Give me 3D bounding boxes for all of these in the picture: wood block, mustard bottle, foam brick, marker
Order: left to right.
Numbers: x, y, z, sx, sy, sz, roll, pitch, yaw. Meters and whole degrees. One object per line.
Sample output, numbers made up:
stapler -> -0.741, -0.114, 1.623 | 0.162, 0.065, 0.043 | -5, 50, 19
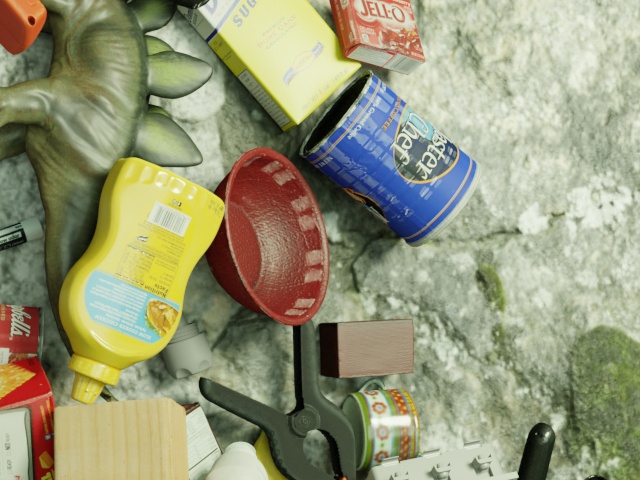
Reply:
marker -> -0.297, 0.008, 0.909 | 0.121, 0.020, 0.020 | -21, 93, -20
wood block -> -0.147, 0.231, 0.817 | 0.090, 0.091, 0.206 | -5, 74, 1
mustard bottle -> -0.152, 0.038, 0.846 | 0.096, 0.058, 0.191 | 27, 78, -30
foam brick -> 0.043, 0.101, 1.008 | 0.078, 0.053, 0.051 | -2, 86, -19

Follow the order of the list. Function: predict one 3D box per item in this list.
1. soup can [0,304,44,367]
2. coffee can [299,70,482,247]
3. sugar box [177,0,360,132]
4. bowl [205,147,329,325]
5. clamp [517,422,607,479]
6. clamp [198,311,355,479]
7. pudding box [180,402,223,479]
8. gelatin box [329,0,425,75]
soup can -> -0.285, 0.085, 0.882 | 0.102, 0.069, 0.068 | 6, 84, -19
coffee can -> 0.066, -0.076, 1.003 | 0.140, 0.103, 0.102 | 39, 74, -13
sugar box -> -0.054, -0.199, 1.000 | 0.093, 0.048, 0.176 | -45, 102, -18
bowl -> -0.056, 0.001, 0.955 | 0.161, 0.055, 0.162 | 32, 51, -51
clamp -> 0.193, 0.281, 1.031 | 0.210, 0.036, 0.164 | -50, 132, -12
clamp -> -0.015, 0.153, 0.965 | 0.120, 0.039, 0.171 | -42, 98, -12
pudding box -> -0.121, 0.211, 0.928 | 0.089, 0.039, 0.113 | -29, 99, -51
gelatin box -> 0.054, -0.204, 1.023 | 0.089, 0.030, 0.073 | 8, 60, -39
